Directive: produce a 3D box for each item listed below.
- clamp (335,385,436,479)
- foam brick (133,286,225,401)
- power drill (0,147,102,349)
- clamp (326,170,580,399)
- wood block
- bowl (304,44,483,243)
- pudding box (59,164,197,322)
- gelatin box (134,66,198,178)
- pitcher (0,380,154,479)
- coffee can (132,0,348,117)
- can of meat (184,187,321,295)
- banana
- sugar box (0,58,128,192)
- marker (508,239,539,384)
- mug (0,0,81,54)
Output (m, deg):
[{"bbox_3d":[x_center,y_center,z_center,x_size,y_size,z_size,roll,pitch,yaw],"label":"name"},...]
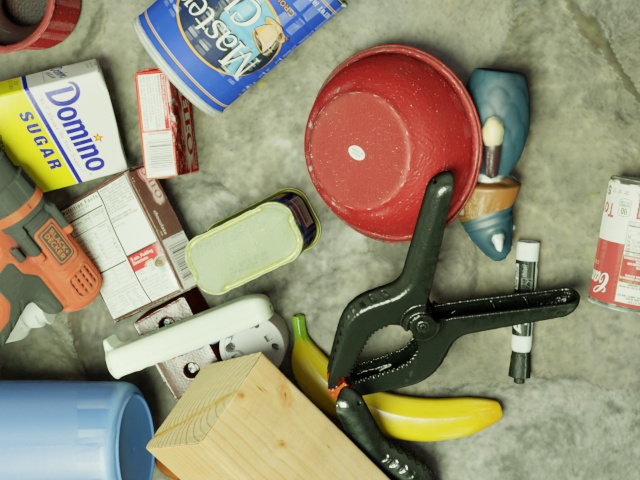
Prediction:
[{"bbox_3d":[0.043,0.177,0.884,0.171,0.120,0.039,35,64,-13],"label":"clamp"},{"bbox_3d":[-0.116,0.087,0.921,0.053,0.051,0.078,-28,93,10],"label":"foam brick"},{"bbox_3d":[-0.274,0.029,0.823,0.057,0.187,0.184,3,135,46],"label":"power drill"},{"bbox_3d":[0.077,0.050,0.846,0.210,0.036,0.164,-35,114,17],"label":"clamp"},{"bbox_3d":[-0.023,0.195,0.849,0.206,0.090,0.091,47,146,-18],"label":"wood block"},{"bbox_3d":[0.044,-0.073,0.844,0.162,0.055,0.162,7,103,32],"label":"bowl"},{"bbox_3d":[-0.161,0.003,0.910,0.090,0.039,0.113,-24,92,33],"label":"pudding box"},{"bbox_3d":[-0.126,-0.098,0.886,0.030,0.073,0.089,-4,96,7],"label":"gelatin box"},{"bbox_3d":[-0.263,0.173,0.882,0.243,0.149,0.145,-4,139,10],"label":"pitcher"},{"bbox_3d":[-0.064,-0.182,0.851,0.140,0.102,0.103,-39,91,11],"label":"coffee can"},{"bbox_3d":[-0.056,0.001,0.884,0.102,0.084,0.057,-26,93,10],"label":"can of meat"},{"bbox_3d":[0.053,0.133,0.910,0.198,0.037,0.070,23,102,5],"label":"banana"},{"bbox_3d":[-0.256,-0.082,0.879,0.176,0.048,0.093,-16,119,-9],"label":"sugar box"},{"bbox_3d":[0.170,0.061,0.893,0.020,0.020,0.121,3,98,8],"label":"marker"},{"bbox_3d":[-0.255,-0.211,0.885,0.093,0.081,0.117,-25,94,11],"label":"mug"}]
